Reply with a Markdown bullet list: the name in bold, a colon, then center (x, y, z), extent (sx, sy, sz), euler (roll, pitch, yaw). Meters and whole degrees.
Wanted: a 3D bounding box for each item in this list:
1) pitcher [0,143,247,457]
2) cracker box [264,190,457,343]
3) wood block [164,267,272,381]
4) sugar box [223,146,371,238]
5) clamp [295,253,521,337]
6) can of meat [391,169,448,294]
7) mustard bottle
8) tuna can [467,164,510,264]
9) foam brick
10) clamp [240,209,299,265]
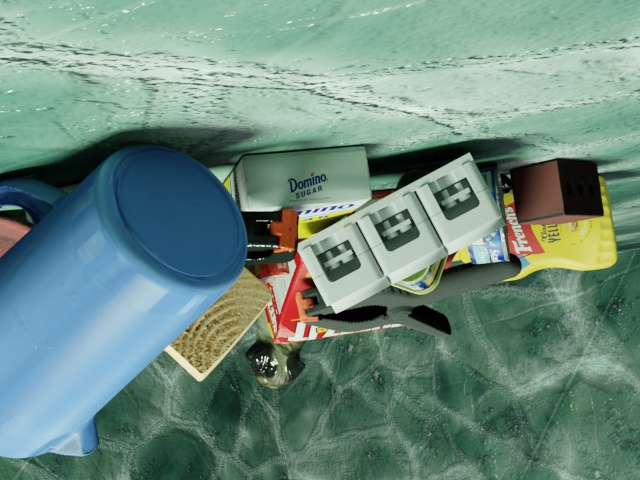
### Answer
- **pitcher**: center (-0.165, 0.033, 0.712), extent (0.149, 0.145, 0.243), euler (21, 137, -33)
- **cracker box**: center (0.037, 0.029, 1.085), extent (0.164, 0.072, 0.214), euler (-6, 154, -13)
- **wood block**: center (-0.110, 0.063, 0.961), extent (0.090, 0.091, 0.206), euler (-48, 179, -11)
- **sugar box**: center (-0.028, -0.031, 0.831), extent (0.093, 0.048, 0.176), euler (-6, 175, -13)
- **clamp**: center (0.080, 0.054, 1.028), extent (0.209, 0.036, 0.165), euler (2, 150, -29)
- **can of meat**: center (0.085, -0.007, 0.935), extent (0.057, 0.102, 0.084), euler (20, 178, 12)
- **mustard bottle**: center (0.206, -0.008, 1.114), extent (0.192, 0.096, 0.058), euler (-8, 175, 8)
- **tuna can**: center (0.145, -0.022, 0.940), extent (0.034, 0.086, 0.086), euler (-7, 175, 12)
- **foam brick**: center (0.220, -0.044, 0.991), extent (0.051, 0.053, 0.078), euler (-12, 173, 42)
- **clamp**: center (-0.065, 0.004, 0.775), extent (0.172, 0.039, 0.120), euler (-3, 173, 43)
